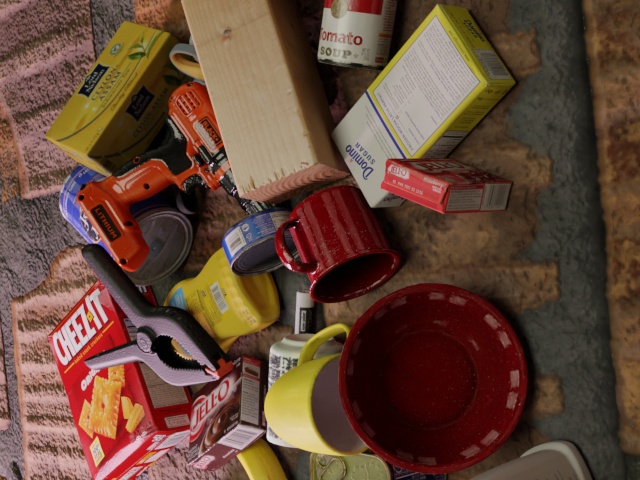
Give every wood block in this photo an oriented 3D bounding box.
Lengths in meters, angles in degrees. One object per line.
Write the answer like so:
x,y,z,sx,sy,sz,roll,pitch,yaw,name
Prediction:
-0.053,-0.150,1.049,0.091,0.090,0.206,-20,79,19,wood block

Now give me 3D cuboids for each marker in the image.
-0.019,0.113,1.109,0.020,0.020,0.121,11,100,45,marker

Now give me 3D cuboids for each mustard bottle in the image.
-0.127,0.083,1.192,0.192,0.058,0.096,-36,75,41,mustard bottle

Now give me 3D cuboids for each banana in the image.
-0.049,0.284,1.142,0.198,0.037,0.070,64,156,25,banana

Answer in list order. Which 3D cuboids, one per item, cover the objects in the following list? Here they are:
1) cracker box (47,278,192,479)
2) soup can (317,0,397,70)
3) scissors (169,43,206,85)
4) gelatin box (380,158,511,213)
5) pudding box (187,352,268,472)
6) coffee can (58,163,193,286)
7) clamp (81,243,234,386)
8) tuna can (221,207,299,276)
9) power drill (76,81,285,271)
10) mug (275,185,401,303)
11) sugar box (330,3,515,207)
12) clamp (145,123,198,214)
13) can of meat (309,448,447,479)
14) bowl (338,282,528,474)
-0.248,0.170,1.314,0.164,0.071,0.214,-42,62,38,cracker box
0.036,-0.215,1.000,0.069,0.068,0.102,20,107,44,soup can
-0.076,-0.154,1.147,0.202,0.016,0.096,28,155,18,scissors
0.108,-0.049,0.917,0.073,0.089,0.030,27,111,42,gelatin box
-0.102,0.189,1.163,0.114,0.039,0.090,-40,38,38,pudding box
-0.231,-0.026,1.262,0.140,0.102,0.103,39,119,38,coffee can
-0.189,0.112,1.187,0.210,0.036,0.165,27,126,23,clamp
-0.057,0.001,1.096,0.086,0.085,0.034,-42,62,39,tuna can
-0.151,-0.050,1.143,0.187,0.057,0.184,-36,79,4,power drill
0.009,0.003,1.009,0.093,0.117,0.081,-55,50,47,mug
0.088,-0.118,0.968,0.176,0.048,0.093,-49,59,40,sugar box
-0.160,-0.124,1.230,0.120,0.039,0.172,-51,55,15,clamp
0.055,0.216,0.992,0.102,0.083,0.057,-2,91,46,can of meat
0.096,0.120,0.930,0.055,0.162,0.162,80,178,-81,bowl
